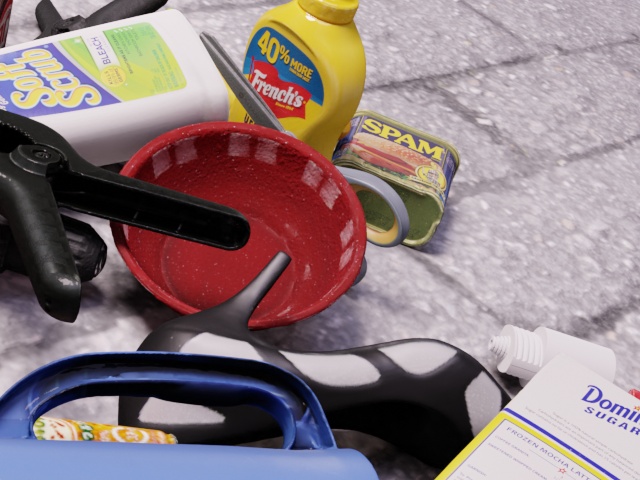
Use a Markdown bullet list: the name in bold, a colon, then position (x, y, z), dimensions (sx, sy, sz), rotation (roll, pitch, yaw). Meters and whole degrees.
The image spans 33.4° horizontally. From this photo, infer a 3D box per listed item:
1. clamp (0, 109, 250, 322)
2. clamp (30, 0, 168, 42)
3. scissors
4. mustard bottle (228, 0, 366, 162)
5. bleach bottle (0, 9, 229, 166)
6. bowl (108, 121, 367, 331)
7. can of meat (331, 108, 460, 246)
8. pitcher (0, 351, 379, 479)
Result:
- **clamp**: position (-0.160, -0.028, 0.590), dimensions (0.210, 0.036, 0.164), rotation (28, 24, 13)
- **clamp**: position (-0.201, -0.159, 0.847), dimensions (0.120, 0.039, 0.171), rotation (-6, 34, 26)
- **scissors**: position (-0.006, -0.062, 0.720), dimensions (0.016, 0.096, 0.202), rotation (-37, 107, -51)
- **mustard bottle**: position (-0.017, -0.108, 0.756), dimensions (0.058, 0.192, 0.096), rotation (-15, 48, -44)
- **bleach bottle**: position (-0.193, -0.080, 0.695), dimensions (0.250, 0.068, 0.103), rotation (-18, 61, -23)
- **bowl**: position (-0.054, 0.001, 0.680), dimensions (0.162, 0.055, 0.162), rotation (7, 52, -10)
- **can of meat**: position (0.054, -0.049, 0.842), dimensions (0.102, 0.057, 0.083), rotation (22, 35, 1)
- **pitcher**: position (-0.100, 0.129, 0.423), dimensions (0.242, 0.145, 0.149), rotation (9, 15, -15)
